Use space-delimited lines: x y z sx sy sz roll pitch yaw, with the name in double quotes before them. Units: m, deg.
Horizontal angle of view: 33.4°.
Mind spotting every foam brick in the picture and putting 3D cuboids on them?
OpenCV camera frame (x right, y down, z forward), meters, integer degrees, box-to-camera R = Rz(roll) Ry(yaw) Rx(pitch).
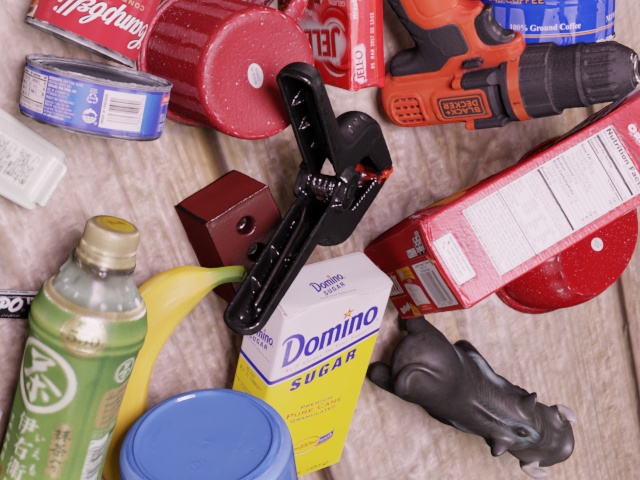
"foam brick" -0.055 0.001 0.728 0.053 0.051 0.078 -34 122 -19

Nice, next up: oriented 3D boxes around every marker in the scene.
"marker" -0.205 0.039 0.663 0.120 0.020 0.020 5 103 -35

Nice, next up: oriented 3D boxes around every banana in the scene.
"banana" -0.117 0.092 0.711 0.069 0.037 0.198 27 109 4

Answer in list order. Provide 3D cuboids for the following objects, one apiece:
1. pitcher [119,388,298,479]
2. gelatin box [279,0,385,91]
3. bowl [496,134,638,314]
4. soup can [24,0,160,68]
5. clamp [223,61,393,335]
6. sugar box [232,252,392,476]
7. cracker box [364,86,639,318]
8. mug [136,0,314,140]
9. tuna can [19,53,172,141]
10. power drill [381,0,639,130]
"pitcher" -0.056 0.223 0.718 0.149 0.145 0.243 -17 127 -21
"gelatin box" 0.005 -0.140 0.695 0.030 0.089 0.073 -14 113 -29
"bowl" 0.217 -0.005 0.903 0.161 0.055 0.162 -11 112 -30
"soup can" -0.121 -0.160 0.619 0.068 0.069 0.102 21 93 -37
"clamp" -0.001 -0.027 0.695 0.209 0.036 0.164 -10 118 -70
"sugar box" -0.013 0.097 0.758 0.093 0.048 0.176 -14 135 -34
"cracker box" 0.150 -0.026 0.763 0.213 0.164 0.072 -30 89 -11
"mug" -0.049 -0.119 0.672 0.117 0.082 0.093 -51 126 -9
"tuna can" -0.132 -0.084 0.627 0.085 0.086 0.034 4 105 -34
"power drill" 0.104 -0.158 0.701 0.187 0.185 0.057 65 36 -31
